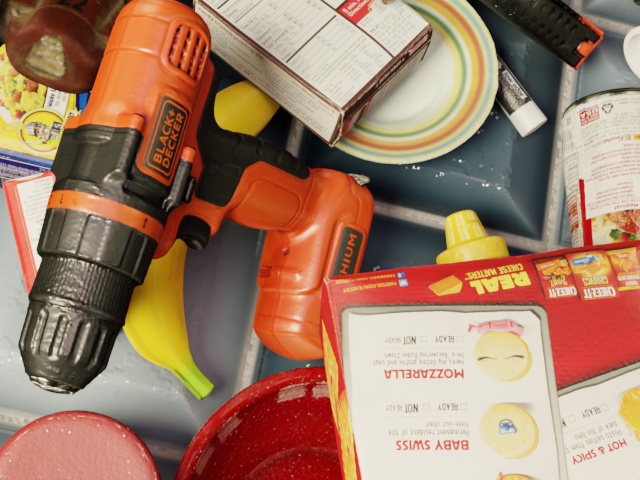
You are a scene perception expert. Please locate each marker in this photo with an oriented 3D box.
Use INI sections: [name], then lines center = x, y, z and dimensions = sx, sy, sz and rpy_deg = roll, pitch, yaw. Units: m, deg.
[marker]
center = 0.100, -0.119, 0.673
dimensions = 0.020, 0.020, 0.121
rpy_deg = -33, 82, -19

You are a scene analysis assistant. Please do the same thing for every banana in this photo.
[banana]
center = -0.073, -0.014, 0.599
dimensions = 0.069, 0.037, 0.197
rpy_deg = 22, 71, -25

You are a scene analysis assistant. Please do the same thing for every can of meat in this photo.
[can of meat]
center = -0.159, -0.075, 0.587
dimensions = 0.084, 0.057, 0.102
rpy_deg = 13, 71, -10

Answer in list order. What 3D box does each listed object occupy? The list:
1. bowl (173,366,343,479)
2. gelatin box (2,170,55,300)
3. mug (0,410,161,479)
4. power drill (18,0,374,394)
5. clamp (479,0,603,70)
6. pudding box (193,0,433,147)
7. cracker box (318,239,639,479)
[bowl]
center = -0.001, 0.149, 0.552
dimensions = 0.162, 0.055, 0.162
rpy_deg = 3, 73, -11
[gelatin box]
center = -0.132, 0.012, 0.548
dimensions = 0.030, 0.089, 0.073
rpy_deg = -15, 77, -6
[mug]
center = -0.129, 0.135, 0.516
dimensions = 0.117, 0.082, 0.093
rpy_deg = -38, 84, -19
[power drill]
center = -0.053, 0.001, 0.526
dimensions = 0.057, 0.187, 0.184
rpy_deg = 6, 74, 37
[clamp]
center = 0.083, -0.171, 0.637
dimensions = 0.210, 0.164, 0.036
rpy_deg = 36, 111, -7
[pudding box]
center = -0.005, -0.122, 0.618
dimensions = 0.113, 0.039, 0.090
rpy_deg = 39, 65, 12
[cracker box]
center = 0.095, 0.113, 0.485
dimensions = 0.164, 0.072, 0.214
rpy_deg = -7, 59, -6
